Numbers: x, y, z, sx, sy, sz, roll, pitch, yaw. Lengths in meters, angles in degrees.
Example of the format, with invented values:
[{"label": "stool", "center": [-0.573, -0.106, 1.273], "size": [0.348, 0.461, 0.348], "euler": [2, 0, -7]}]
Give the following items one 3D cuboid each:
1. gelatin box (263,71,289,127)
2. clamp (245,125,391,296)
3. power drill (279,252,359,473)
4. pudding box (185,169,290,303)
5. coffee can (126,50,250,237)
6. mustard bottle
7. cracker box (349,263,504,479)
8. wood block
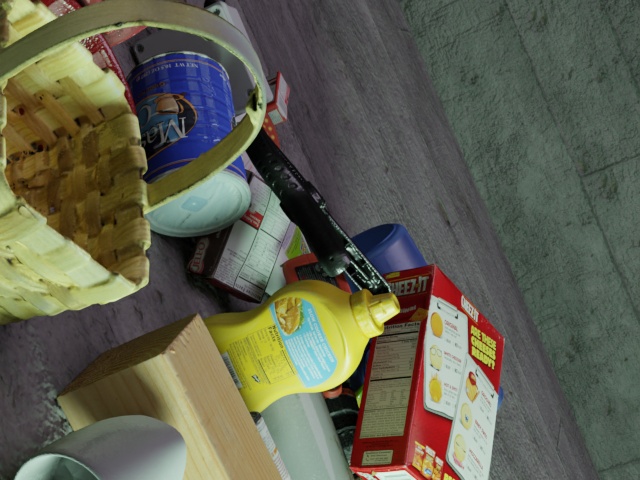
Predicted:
[{"label": "gelatin box", "center": [-0.076, -0.160, 1.279], "size": [0.030, 0.073, 0.089], "euler": [58, 18, -30]}, {"label": "clamp", "center": [-0.010, -0.027, 0.999], "size": [0.210, 0.036, 0.164], "euler": [54, 6, 27]}, {"label": "power drill", "center": [0.006, 0.118, 1.073], "size": [0.188, 0.057, 0.184], "euler": [89, -18, -47]}, {"label": "pudding box", "center": [-0.076, -0.004, 1.040], "size": [0.090, 0.039, 0.113], "euler": [35, 74, -55]}, {"label": "coffee can", "center": [-0.125, -0.089, 0.985], "size": [0.102, 0.103, 0.140], "euler": [44, 28, -53]}, {"label": "mustard bottle", "center": [-0.021, 0.087, 0.920], "size": [0.096, 0.192, 0.058], "euler": [67, 17, -2]}, {"label": "cracker box", "center": [0.109, 0.157, 1.060], "size": [0.164, 0.072, 0.213], "euler": [44, 47, -42]}, {"label": "wood block", "center": [-0.092, 0.171, 0.775], "size": [0.206, 0.090, 0.090], "euler": [64, 16, -9]}]
